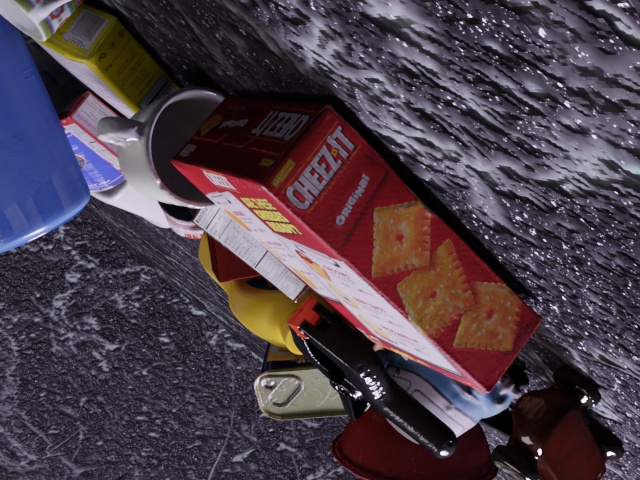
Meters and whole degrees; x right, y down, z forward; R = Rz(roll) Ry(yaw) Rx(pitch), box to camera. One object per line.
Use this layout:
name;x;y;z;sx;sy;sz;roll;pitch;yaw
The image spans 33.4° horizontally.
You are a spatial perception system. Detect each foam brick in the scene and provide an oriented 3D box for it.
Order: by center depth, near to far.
foam brick;-0.056;0.001;0.920;0.051;0.078;0.053;-139;42;-75

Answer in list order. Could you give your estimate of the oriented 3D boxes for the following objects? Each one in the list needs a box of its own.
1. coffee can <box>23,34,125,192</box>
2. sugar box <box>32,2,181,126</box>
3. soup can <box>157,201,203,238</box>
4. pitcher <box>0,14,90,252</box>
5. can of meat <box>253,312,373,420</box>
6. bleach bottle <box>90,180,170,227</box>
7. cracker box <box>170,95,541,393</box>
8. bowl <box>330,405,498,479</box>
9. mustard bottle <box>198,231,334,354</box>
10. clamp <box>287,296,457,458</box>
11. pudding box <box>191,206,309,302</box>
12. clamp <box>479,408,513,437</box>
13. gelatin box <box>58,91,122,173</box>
coffee can;-0.228;-0.115;0.975;0.103;0.102;0.140;35;170;16
sugar box;-0.147;-0.119;0.847;0.093;0.048;0.176;30;171;38
soup can;-0.124;-0.042;1.040;0.068;0.068;0.102;37;170;3
pitcher;-0.279;-0.111;0.812;0.145;0.149;0.243;5;122;59
can of meat;-0.003;0.112;0.971;0.084;0.102;0.057;-79;-21;-55
bleach bottle;-0.215;-0.066;1.230;0.102;0.068;0.250;38;178;12
cracker box;0.021;-0.002;0.708;0.213;0.072;0.164;43;168;-26
bowl;0.093;0.183;1.021;0.162;0.055;0.162;5;-168;-1
mustard bottle;-0.039;0.046;0.971;0.096;0.058;0.192;2;-153;-27
clamp;0.037;0.109;0.827;0.120;0.039;0.171;13;152;39
pudding box;-0.037;-0.015;0.843;0.113;0.039;0.090;40;140;0
clamp;0.141;0.161;1.122;0.164;0.036;0.210;37;169;-7
gelatin box;-0.167;-0.082;0.867;0.089;0.030;0.073;40;171;-19
